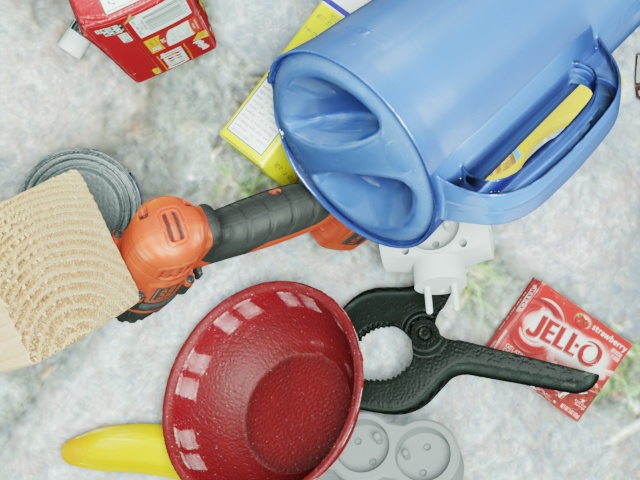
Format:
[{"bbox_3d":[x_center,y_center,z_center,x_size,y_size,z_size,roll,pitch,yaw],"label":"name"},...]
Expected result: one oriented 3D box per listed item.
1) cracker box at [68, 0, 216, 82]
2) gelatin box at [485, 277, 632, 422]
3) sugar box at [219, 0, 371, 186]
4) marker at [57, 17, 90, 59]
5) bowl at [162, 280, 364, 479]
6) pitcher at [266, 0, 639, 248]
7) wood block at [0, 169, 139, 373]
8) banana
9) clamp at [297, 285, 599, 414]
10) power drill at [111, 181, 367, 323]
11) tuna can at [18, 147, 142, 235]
[{"bbox_3d":[-0.144,-0.217,0.660,0.072,0.164,0.214,-25,88,0],"label":"cracker box"},{"bbox_3d":[0.178,0.083,0.810,0.089,0.030,0.073,35,91,-9],"label":"gelatin box"},{"bbox_3d":[0.009,-0.121,0.736,0.048,0.093,0.176,40,92,12],"label":"sugar box"},{"bbox_3d":[-0.145,-0.183,0.753,0.020,0.020,0.121,33,91,-9],"label":"marker"},{"bbox_3d":[-0.030,0.112,0.742,0.162,0.162,0.055,-50,140,0],"label":"bowl"},{"bbox_3d":[0.101,-0.109,0.646,0.242,0.145,0.149,-39,96,-24],"label":"pitcher"},{"bbox_3d":[-0.223,0.036,0.672,0.207,0.090,0.091,-18,101,41],"label":"wood block"},{"bbox_3d":[-0.090,0.176,0.786,0.197,0.037,0.069,29,91,-8],"label":"banana"},{"bbox_3d":[0.086,0.076,0.779,0.210,0.036,0.164,-31,76,1],"label":"clamp"},{"bbox_3d":[-0.055,0.001,0.726,0.187,0.185,0.057,-19,82,-23],"label":"power drill"},{"bbox_3d":[-0.170,-0.023,0.759,0.086,0.034,0.086,-1,96,-6],"label":"tuna can"}]
